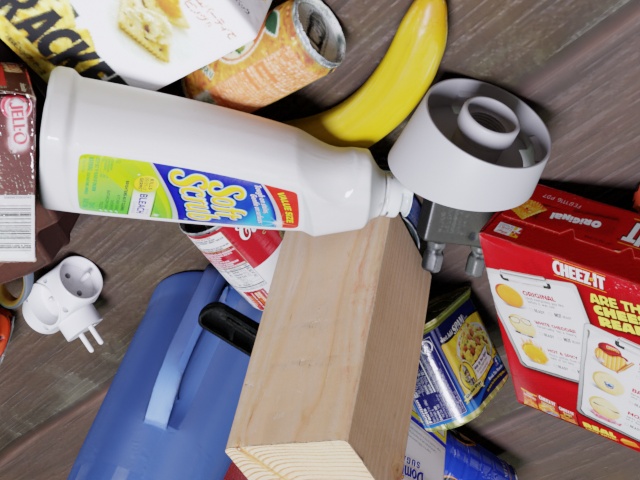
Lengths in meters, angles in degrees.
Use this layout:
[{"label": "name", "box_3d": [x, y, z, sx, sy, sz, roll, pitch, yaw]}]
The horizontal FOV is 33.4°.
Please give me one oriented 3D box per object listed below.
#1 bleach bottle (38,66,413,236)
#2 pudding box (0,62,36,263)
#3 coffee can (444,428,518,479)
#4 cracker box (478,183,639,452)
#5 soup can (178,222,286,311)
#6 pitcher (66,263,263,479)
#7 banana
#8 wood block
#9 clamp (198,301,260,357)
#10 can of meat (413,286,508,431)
[{"label": "bleach bottle", "box_3d": [-0.058, -0.050, 0.721, 0.250, 0.068, 0.103, 7, 147, -11]}, {"label": "pudding box", "box_3d": [-0.206, -0.053, 0.697, 0.039, 0.090, 0.113, 1, 111, -18]}, {"label": "coffee can", "box_3d": [0.105, 0.225, 1.021, 0.140, 0.102, 0.103, 34, 135, -22]}, {"label": "cracker box", "box_3d": [0.220, 0.067, 0.799, 0.164, 0.072, 0.213, 20, 147, 35]}, {"label": "soup can", "box_3d": [-0.056, 0.001, 0.845, 0.069, 0.068, 0.102, -16, 131, 30]}, {"label": "pitcher", "box_3d": [-0.123, 0.144, 0.890, 0.145, 0.242, 0.149, -18, 123, 33]}, {"label": "banana", "box_3d": [0.026, -0.097, 0.736, 0.069, 0.037, 0.198, 36, 134, -28]}, {"label": "wood block", "box_3d": [0.012, 0.080, 0.756, 0.090, 0.206, 0.090, -9, 135, 24]}, {"label": "clamp", "box_3d": [-0.006, 0.125, 0.888, 0.036, 0.164, 0.209, -36, 160, 22]}, {"label": "can of meat", "box_3d": [0.102, 0.095, 0.858, 0.058, 0.101, 0.084, -25, 93, 35]}]
